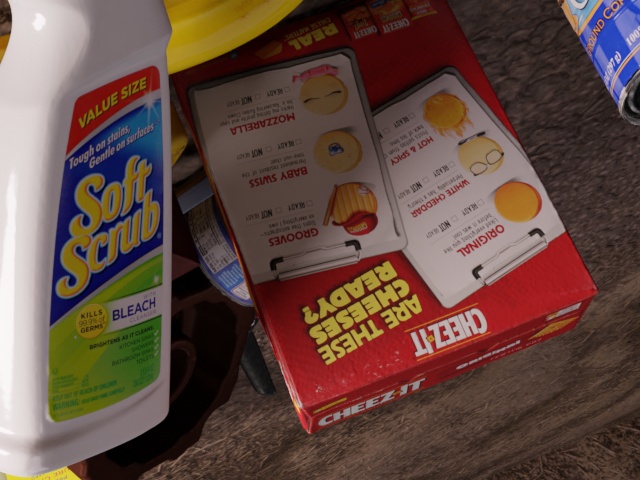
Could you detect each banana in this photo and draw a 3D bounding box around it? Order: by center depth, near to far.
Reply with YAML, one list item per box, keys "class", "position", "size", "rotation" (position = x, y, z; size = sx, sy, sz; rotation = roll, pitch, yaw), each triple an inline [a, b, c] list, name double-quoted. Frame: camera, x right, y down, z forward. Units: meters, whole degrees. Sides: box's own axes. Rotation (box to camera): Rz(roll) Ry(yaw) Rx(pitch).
- class: "banana"
  position: [-0.071, -0.116, 0.533]
  size: [0.198, 0.037, 0.069]
  rotation: [-26, 140, 5]

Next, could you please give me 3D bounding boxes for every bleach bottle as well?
- class: "bleach bottle"
  position: [-0.114, -0.028, 0.477]
  size: [0.102, 0.068, 0.251]
  rotation: [-16, 117, -46]

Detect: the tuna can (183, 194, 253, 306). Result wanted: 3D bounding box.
- class: "tuna can"
  position: [-0.055, 0.001, 0.743]
  size: [0.034, 0.086, 0.086]
  rotation: [-34, 156, 22]

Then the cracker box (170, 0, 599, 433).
- class: "cracker box"
  position: [0.028, -0.024, 0.592]
  size: [0.164, 0.214, 0.072]
  rotation: [-21, 158, -5]
